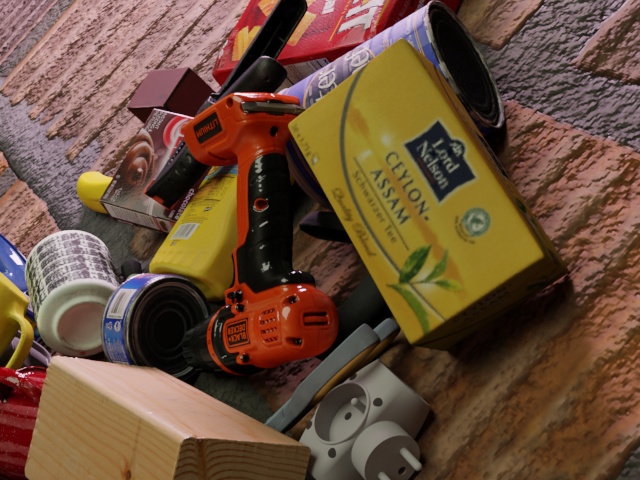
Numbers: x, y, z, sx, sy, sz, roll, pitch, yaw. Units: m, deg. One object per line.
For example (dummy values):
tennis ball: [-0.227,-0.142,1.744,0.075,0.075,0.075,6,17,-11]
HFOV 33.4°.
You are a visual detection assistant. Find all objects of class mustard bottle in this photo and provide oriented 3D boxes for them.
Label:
mustard bottle: [-0.065,-0.042,0.893,0.096,0.058,0.191,-2,54,56]

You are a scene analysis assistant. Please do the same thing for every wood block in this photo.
wood block: [-0.106,0.143,0.684,0.206,0.090,0.091,13,91,56]

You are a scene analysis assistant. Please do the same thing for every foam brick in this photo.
foam brick: [-0.150,-0.141,1.093,0.078,0.051,0.053,9,63,51]

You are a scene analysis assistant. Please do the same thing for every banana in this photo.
banana: [-0.195,-0.053,1.071,0.198,0.037,0.069,-5,27,42]

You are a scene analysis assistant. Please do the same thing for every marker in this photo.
marker: [-0.158,0.052,0.934,0.020,0.020,0.121,-41,34,8]

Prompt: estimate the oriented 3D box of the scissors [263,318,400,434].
scissors: [-0.014,0.112,0.707,0.096,0.016,0.202,-26,-18,-49]

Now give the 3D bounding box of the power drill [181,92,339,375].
power drill: [-0.055,0.001,0.756,0.185,0.057,0.187,-19,76,56]

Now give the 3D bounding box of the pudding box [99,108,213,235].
pudding box: [-0.135,-0.061,0.979,0.090,0.039,0.113,15,66,24]

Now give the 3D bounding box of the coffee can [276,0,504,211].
coffee can: [0.048,-0.096,0.785,0.140,0.102,0.103,-27,39,27]

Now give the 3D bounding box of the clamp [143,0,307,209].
clamp: [-0.078,-0.110,0.886,0.210,0.036,0.164,-46,16,35]

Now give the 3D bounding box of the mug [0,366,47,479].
mug: [-0.208,0.138,0.820,0.082,0.117,0.093,-1,43,41]

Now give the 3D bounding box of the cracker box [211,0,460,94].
cracker box: [0.018,-0.204,0.955,0.214,0.072,0.164,-1,55,46]

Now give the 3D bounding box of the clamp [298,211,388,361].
clamp: [0.055,0.014,0.725,0.172,0.039,0.120,-19,60,33]

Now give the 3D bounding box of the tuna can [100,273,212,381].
tuna can: [-0.124,0.068,0.822,0.034,0.086,0.086,-1,55,46]
